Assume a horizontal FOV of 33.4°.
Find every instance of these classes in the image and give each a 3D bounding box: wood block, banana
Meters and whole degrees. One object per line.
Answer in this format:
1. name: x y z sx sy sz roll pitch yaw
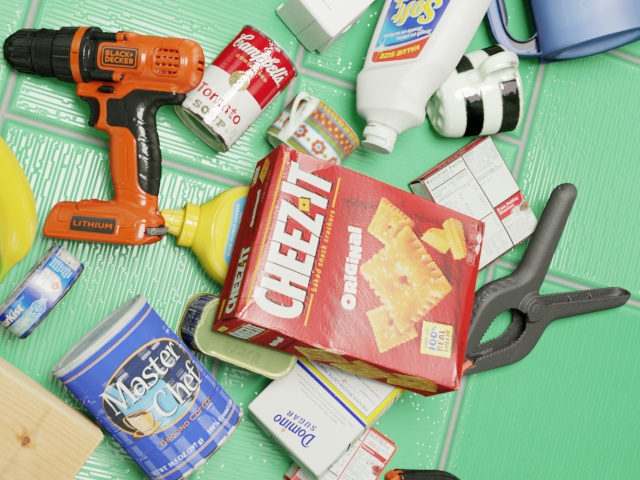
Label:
1. wood block: -0.298 0.140 0.908 0.206 0.090 0.090 38 79 -12
2. banana: -0.300 -0.061 0.937 0.069 0.037 0.198 -26 96 -16

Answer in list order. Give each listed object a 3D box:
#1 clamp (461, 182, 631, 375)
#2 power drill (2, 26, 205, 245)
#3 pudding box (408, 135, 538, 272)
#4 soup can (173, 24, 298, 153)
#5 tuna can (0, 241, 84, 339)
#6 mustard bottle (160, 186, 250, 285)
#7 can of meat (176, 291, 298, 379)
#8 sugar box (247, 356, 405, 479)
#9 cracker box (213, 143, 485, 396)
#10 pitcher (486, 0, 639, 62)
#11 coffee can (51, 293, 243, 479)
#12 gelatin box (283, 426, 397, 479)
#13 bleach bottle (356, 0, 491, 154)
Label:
1. clamp: 0.205 0.051 1.062 0.210 0.036 0.164 -33 118 -10
2. power drill: -0.198 -0.093 0.938 0.184 0.057 0.188 7 96 13
3. pudding box: 0.155 -0.035 1.064 0.090 0.039 0.113 -33 96 -14
4. soup can: -0.079 -0.139 0.985 0.068 0.069 0.102 43 80 -11
5. tuna can: -0.244 0.044 0.927 0.033 0.086 0.086 41 79 -13
6. mustard bottle: -0.057 0.001 0.993 0.191 0.058 0.096 14 78 -15
7. can of meat: -0.073 0.087 0.974 0.102 0.084 0.057 22 83 -15
8. sugar box: 0.025 0.131 1.000 0.176 0.048 0.093 -43 75 -15
9. cracker box: 0.032 0.029 0.941 0.213 0.072 0.164 20 69 -18
10. pitcher: 0.243 -0.302 1.053 0.148 0.145 0.243 -14 89 -37
11. coffee can: -0.151 0.132 0.942 0.102 0.103 0.140 -42 100 -12
12. gelatin box: 0.020 0.212 1.027 0.073 0.030 0.089 37 78 -11
13. bleach bottle: 0.103 -0.198 0.998 0.068 0.103 0.251 35 74 -56
